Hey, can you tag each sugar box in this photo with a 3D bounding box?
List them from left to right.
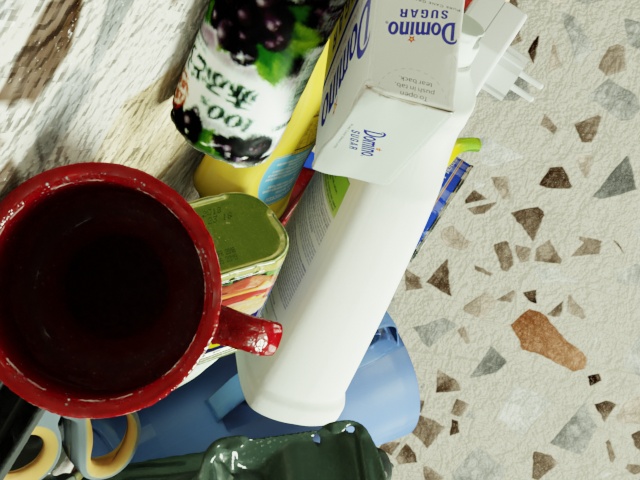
[{"bbox_3d":[0.035,-0.124,0.489,0.093,0.048,0.176,130,-28,-68],"label":"sugar box"}]

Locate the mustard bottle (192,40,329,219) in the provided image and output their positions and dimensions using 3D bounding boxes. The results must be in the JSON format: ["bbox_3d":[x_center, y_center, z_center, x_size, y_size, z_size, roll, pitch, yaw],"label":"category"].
[{"bbox_3d":[-0.027,-0.067,0.615,0.192,0.058,0.096,-60,173,30],"label":"mustard bottle"}]

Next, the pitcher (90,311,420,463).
[{"bbox_3d":[-0.050,0.131,0.821,0.242,0.145,0.149,-22,112,-28],"label":"pitcher"}]

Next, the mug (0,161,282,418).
[{"bbox_3d":[-0.072,0.022,0.424,0.081,0.117,0.093,123,-19,-87],"label":"mug"}]

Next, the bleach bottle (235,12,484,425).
[{"bbox_3d":[0.025,-0.014,0.611,0.102,0.068,0.251,-105,-145,-50],"label":"bleach bottle"}]

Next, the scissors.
[{"bbox_3d":[-0.139,0.066,0.531,0.096,0.016,0.202,-21,139,-15],"label":"scissors"}]
